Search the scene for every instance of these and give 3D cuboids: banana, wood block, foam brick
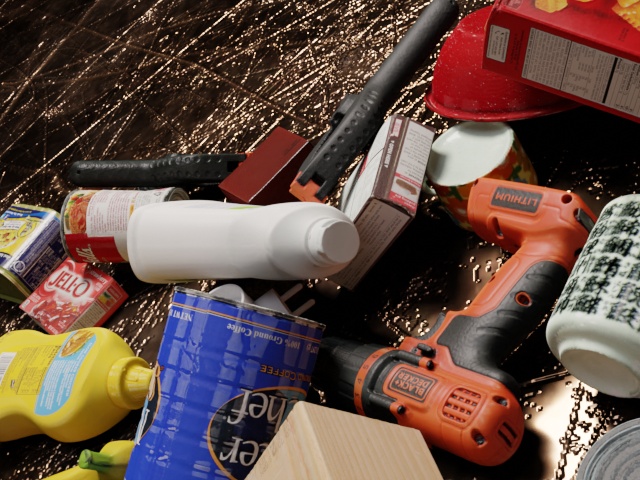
[{"bbox_3d":[-0.173,0.174,0.769,0.198,0.069,0.037,-38,45,48],"label":"banana"},{"bbox_3d":[0.030,0.193,0.558,0.090,0.090,0.206,-58,31,23],"label":"wood block"},{"bbox_3d":[-0.036,-0.050,0.922,0.078,0.051,0.053,-45,39,-10],"label":"foam brick"}]

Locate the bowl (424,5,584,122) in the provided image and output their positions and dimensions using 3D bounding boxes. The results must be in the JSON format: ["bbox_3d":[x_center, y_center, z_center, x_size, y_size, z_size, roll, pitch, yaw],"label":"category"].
[{"bbox_3d":[0.155,-0.147,0.824,0.162,0.055,0.162,-11,26,5],"label":"bowl"}]

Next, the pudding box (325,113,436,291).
[{"bbox_3d":[0.041,-0.028,0.803,0.114,0.039,0.090,122,167,-51],"label":"pudding box"}]

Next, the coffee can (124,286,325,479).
[{"bbox_3d":[-0.063,0.110,0.689,0.103,0.102,0.140,9,82,44],"label":"coffee can"}]

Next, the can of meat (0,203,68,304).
[{"bbox_3d":[-0.298,0.012,1.063,0.102,0.057,0.083,9,54,43],"label":"can of meat"}]

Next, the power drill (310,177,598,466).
[{"bbox_3d":[0.091,0.047,0.710,0.185,0.057,0.187,16,66,49],"label":"power drill"}]

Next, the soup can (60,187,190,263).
[{"bbox_3d":[-0.172,-0.014,0.960,0.102,0.068,0.068,-1,47,16],"label":"soup can"}]

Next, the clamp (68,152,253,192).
[{"bbox_3d":[-0.134,-0.062,1.002,0.172,0.039,0.120,1,5,17],"label":"clamp"}]

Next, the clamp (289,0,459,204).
[{"bbox_3d":[0.027,-0.095,0.867,0.209,0.036,0.165,-57,8,-33],"label":"clamp"}]

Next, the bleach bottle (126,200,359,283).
[{"bbox_3d":[-0.055,0.001,0.794,0.102,0.068,0.251,-5,3,-29],"label":"bleach bottle"}]

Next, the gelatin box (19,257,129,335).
[{"bbox_3d":[-0.228,0.055,0.981,0.073,0.030,0.089,-47,38,-14],"label":"gelatin box"}]

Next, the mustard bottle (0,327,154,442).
[{"bbox_3d":[-0.205,0.117,0.874,0.192,0.058,0.096,-6,48,35],"label":"mustard bottle"}]
